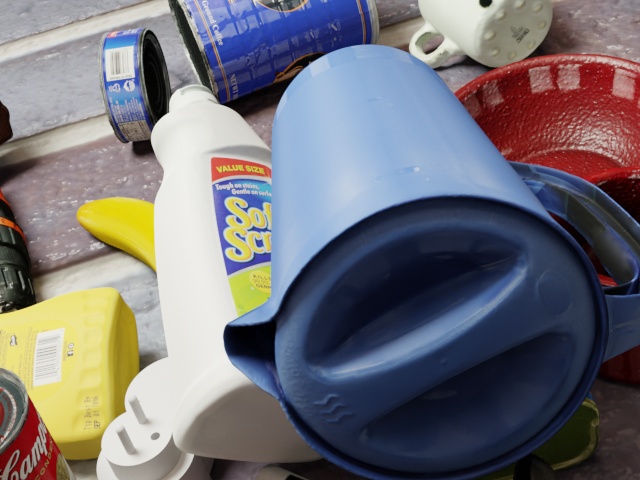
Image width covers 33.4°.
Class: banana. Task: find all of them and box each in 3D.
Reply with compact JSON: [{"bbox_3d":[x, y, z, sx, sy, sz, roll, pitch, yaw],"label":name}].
[{"bbox_3d":[-0.104,0.016,0.686,0.069,0.037,0.198,-24,40,-11],"label":"banana"}]

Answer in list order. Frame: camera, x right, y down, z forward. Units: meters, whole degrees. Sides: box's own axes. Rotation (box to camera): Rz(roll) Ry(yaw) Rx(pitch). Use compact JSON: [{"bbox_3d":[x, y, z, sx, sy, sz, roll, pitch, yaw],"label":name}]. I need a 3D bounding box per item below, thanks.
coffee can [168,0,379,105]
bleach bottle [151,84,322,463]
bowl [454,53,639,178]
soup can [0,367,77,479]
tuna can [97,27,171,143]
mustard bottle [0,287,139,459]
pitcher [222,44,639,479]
[{"bbox_3d":[-0.038,-0.177,0.840,0.140,0.103,0.103,-23,40,-9],"label":"coffee can"},{"bbox_3d":[-0.054,0.001,0.599,0.102,0.068,0.251,14,40,-35],"label":"bleach bottle"},{"bbox_3d":[0.152,-0.052,0.671,0.162,0.055,0.162,-9,40,7],"label":"bowl"},{"bbox_3d":[-0.160,0.121,0.530,0.068,0.102,0.068,-9,40,7],"label":"soup can"},{"bbox_3d":[-0.141,-0.119,0.818,0.034,0.086,0.086,-7,40,6],"label":"tuna can"},{"bbox_3d":[-0.203,0.086,0.617,0.192,0.058,0.096,-9,58,8],"label":"mustard bottle"},{"bbox_3d":[0.046,-0.010,0.512,0.145,0.149,0.243,-47,22,17],"label":"pitcher"}]
